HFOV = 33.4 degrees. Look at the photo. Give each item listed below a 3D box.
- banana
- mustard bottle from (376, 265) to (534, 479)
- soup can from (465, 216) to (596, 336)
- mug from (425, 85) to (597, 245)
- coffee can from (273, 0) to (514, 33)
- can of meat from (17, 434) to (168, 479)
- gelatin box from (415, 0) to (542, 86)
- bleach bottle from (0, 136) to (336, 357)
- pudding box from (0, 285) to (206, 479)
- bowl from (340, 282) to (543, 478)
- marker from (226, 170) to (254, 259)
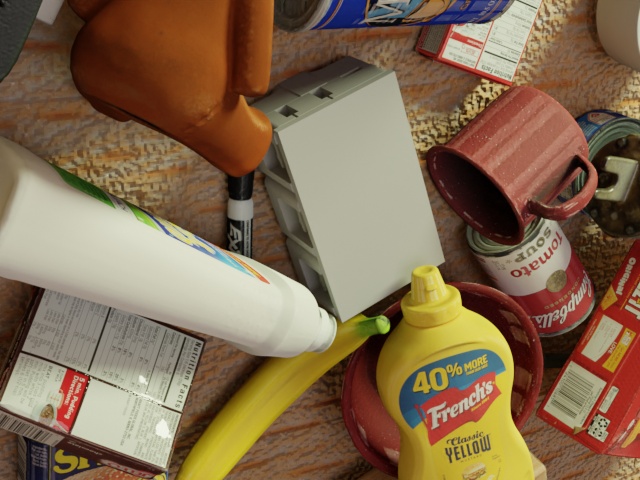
[{"bbox_3d":[-0.034,0.108,0.750,0.198,0.069,0.037,-44,95,5],"label":"banana"},{"bbox_3d":[0.090,0.106,0.752,0.096,0.058,0.191,-16,111,-7],"label":"mustard bottle"},{"bbox_3d":[0.163,0.017,0.828,0.068,0.069,0.102,-44,125,-8],"label":"soup can"},{"bbox_3d":[0.144,-0.052,0.759,0.081,0.117,0.093,-43,133,-15],"label":"mug"},{"bbox_3d":[0.041,-0.180,0.646,0.140,0.103,0.103,-8,114,-28],"label":"coffee can"},{"bbox_3d":[-0.149,0.144,0.702,0.101,0.058,0.084,-6,116,-29],"label":"can of meat"},{"bbox_3d":[0.114,-0.160,0.745,0.073,0.030,0.089,11,104,-35],"label":"gelatin box"},{"bbox_3d":[-0.094,0.019,0.653,0.250,0.103,0.068,25,94,-37],"label":"bleach bottle"},{"bbox_3d":[-0.135,0.084,0.651,0.113,0.039,0.090,25,61,-18],"label":"pudding box"},{"bbox_3d":[0.085,0.099,0.811,0.162,0.055,0.162,-5,109,-15],"label":"bowl"},{"bbox_3d":[-0.055,0.001,0.719,0.020,0.020,0.121,-9,115,-28],"label":"marker"}]
